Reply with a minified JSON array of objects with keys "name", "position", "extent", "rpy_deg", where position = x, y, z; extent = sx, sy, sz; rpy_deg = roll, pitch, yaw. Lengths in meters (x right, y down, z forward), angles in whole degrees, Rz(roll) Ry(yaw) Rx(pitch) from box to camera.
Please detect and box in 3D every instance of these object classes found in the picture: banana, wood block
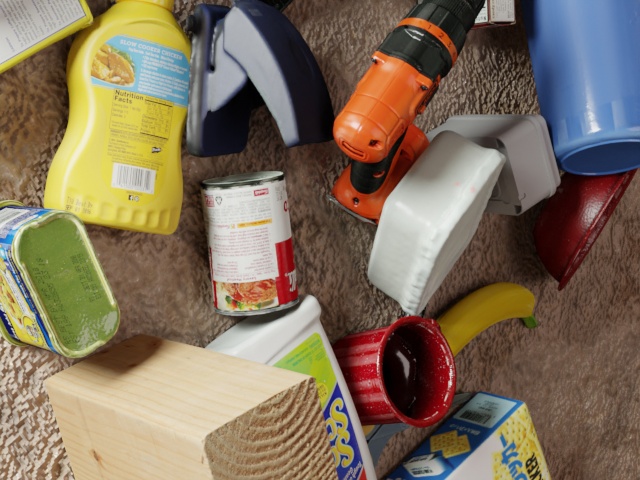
[{"name":"banana","position":[0.151,0.083,1.031],"extent":[0.197,0.037,0.069],"rpy_deg":[-20,105,-37]},{"name":"wood block","position":[-0.092,0.132,0.722],"extent":[0.090,0.207,0.091],"rpy_deg":[-25,109,-36]}]

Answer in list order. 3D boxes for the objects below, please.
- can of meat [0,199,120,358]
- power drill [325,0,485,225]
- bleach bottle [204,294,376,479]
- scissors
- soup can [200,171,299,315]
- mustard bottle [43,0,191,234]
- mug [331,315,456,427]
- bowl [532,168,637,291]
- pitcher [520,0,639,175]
[{"name":"can of meat","position":[-0.186,0.026,0.714],"extent":[0.057,0.084,0.102],"rpy_deg":[-33,114,-33]},{"name":"power drill","position":[0.066,-0.108,0.860],"extent":[0.184,0.057,0.188],"rpy_deg":[-54,167,-22]},{"name":"bleach bottle","position":[0.001,0.176,0.869],"extent":[0.102,0.068,0.251],"rpy_deg":[-33,104,-31]},{"name":"scissors","position":[0.066,0.184,0.982],"extent":[0.201,0.016,0.096],"rpy_deg":[9,86,-39]},{"name":"soup can","position":[-0.055,0.001,0.831],"extent":[0.068,0.069,0.102],"rpy_deg":[-14,102,-38]},{"name":"mustard bottle","position":[-0.135,-0.104,0.761],"extent":[0.096,0.058,0.191],"rpy_deg":[10,88,-35]},{"name":"mug","position":[0.062,0.109,0.923],"extent":[0.093,0.082,0.117],"rpy_deg":[53,51,-18]},{"name":"bowl","position":[0.259,-0.031,1.070],"extent":[0.162,0.055,0.162],"rpy_deg":[-52,164,-22]},{"name":"pitcher","position":[0.262,-0.188,0.991],"extent":[0.145,0.149,0.243],"rpy_deg":[44,41,-69]}]
